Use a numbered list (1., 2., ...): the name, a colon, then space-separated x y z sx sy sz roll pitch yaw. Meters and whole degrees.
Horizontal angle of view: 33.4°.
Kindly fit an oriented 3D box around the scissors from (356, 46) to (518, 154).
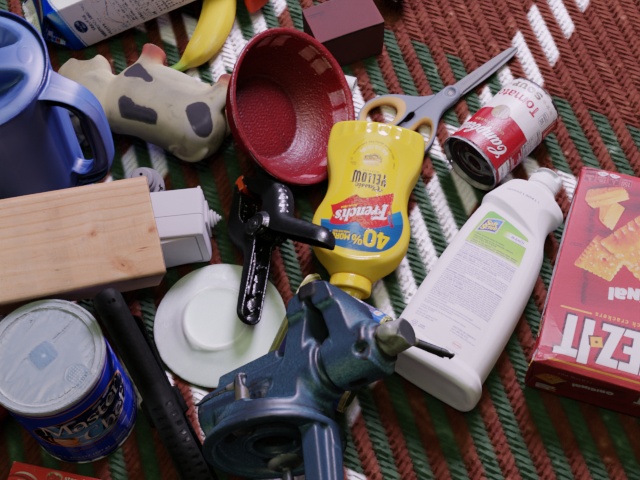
1. scissors: 0.118 -0.158 1.137 0.096 0.016 0.201 32 68 19

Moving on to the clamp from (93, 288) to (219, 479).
1. clamp: -0.140 0.139 0.931 0.036 0.164 0.210 -27 73 -7

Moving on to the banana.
1. banana: -0.128 -0.270 1.202 0.069 0.037 0.197 5 62 4

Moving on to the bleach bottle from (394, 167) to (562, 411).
1. bleach bottle: 0.164 0.033 1.008 0.103 0.068 0.250 30 66 18

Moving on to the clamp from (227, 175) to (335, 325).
1. clamp: -0.057 0.001 1.030 0.120 0.039 0.172 -45 36 6

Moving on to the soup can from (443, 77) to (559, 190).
1. soup can: 0.183 -0.108 1.077 0.102 0.068 0.068 -42 67 -18

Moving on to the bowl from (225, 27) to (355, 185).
1. bowl: -0.041 -0.131 1.083 0.055 0.162 0.162 -10 50 49

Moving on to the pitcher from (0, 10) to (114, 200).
1. pitcher: -0.280 -0.088 0.999 0.145 0.243 0.149 -32 65 -13

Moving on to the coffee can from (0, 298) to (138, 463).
1. coffee can: -0.224 0.127 0.939 0.103 0.140 0.103 -2 62 3

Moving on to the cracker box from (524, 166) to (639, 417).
1. cracker box: 0.295 0.049 0.983 0.164 0.072 0.213 15 65 12

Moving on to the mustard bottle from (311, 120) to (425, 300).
1. mustard bottle: 0.041 -0.020 1.038 0.096 0.058 0.191 10 70 4

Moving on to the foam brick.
1. foam brick: 0.025 -0.228 1.161 0.078 0.051 0.053 -20 62 -7

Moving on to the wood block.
1. wood block: -0.250 0.011 0.943 0.206 0.091 0.090 -11 82 -14

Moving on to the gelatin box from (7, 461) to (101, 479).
1. gelatin box: -0.240 0.241 0.942 0.089 0.030 0.073 11 63 9
